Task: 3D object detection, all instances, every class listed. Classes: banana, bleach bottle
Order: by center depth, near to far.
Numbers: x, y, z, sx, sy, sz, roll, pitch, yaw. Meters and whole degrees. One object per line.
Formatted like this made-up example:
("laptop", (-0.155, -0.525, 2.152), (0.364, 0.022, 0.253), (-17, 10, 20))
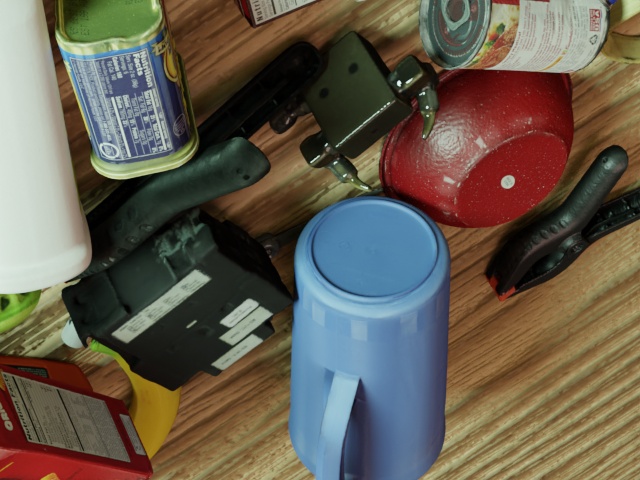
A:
("bleach bottle", (-0.159, -0.091, 0.516), (0.068, 0.103, 0.251), (-14, 141, -19))
("banana", (-0.146, 0.132, 0.842), (0.069, 0.037, 0.198), (2, 135, -10))

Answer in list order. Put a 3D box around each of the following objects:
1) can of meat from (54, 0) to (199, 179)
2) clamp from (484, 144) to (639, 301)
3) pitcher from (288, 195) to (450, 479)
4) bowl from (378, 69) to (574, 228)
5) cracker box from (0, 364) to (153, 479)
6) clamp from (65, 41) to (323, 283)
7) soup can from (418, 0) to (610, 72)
("can of meat", (-0.101, -0.098, 0.548), (0.057, 0.102, 0.084), (-12, 138, -4))
("clamp", (0.208, -0.013, 0.898), (0.171, 0.039, 0.120), (-37, 141, 11))
("pitcher", (0.035, 0.090, 0.810), (0.145, 0.149, 0.243), (-20, 143, -14))
("bowl", (0.126, -0.061, 0.777), (0.162, 0.055, 0.162), (-17, 141, -15))
("cracker box", (-0.225, 0.154, 0.657), (0.164, 0.072, 0.213), (-35, 155, 7))
("clamp", (-0.090, -0.030, 0.623), (0.210, 0.164, 0.036), (-35, 106, 19))
("soup can", (0.123, -0.140, 0.672), (0.102, 0.068, 0.069), (-3, 136, -31))
